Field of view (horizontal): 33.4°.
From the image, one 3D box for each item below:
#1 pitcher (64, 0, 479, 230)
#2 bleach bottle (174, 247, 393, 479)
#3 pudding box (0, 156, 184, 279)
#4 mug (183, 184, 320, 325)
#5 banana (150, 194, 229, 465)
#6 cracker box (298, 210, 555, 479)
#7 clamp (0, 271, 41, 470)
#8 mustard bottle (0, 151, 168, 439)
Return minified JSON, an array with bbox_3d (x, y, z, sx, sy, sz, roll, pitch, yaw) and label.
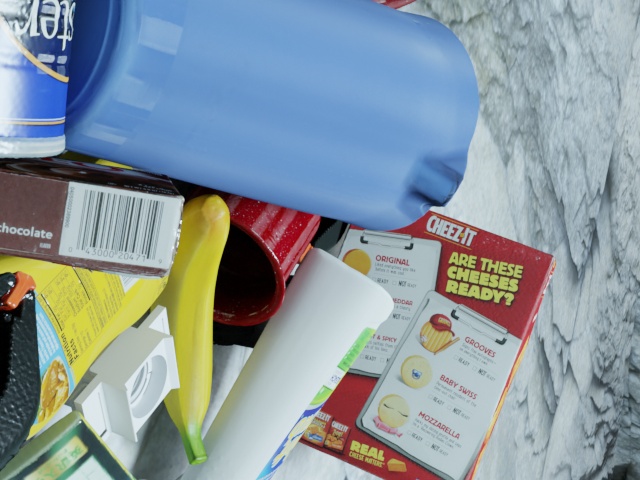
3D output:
[{"bbox_3d":[-0.043,-0.090,0.573,0.242,0.149,0.145,9,76,-45],"label":"pitcher"},{"bbox_3d":[-0.043,0.128,0.723,0.251,0.068,0.102,-58,170,-4],"label":"bleach bottle"},{"bbox_3d":[-0.120,-0.016,0.463,0.090,0.113,0.039,-140,-119,-74],"label":"pudding box"},{"bbox_3d":[-0.055,0.001,0.691,0.117,0.093,0.081,-58,180,44],"label":"mug"},{"bbox_3d":[-0.076,0.043,0.639,0.037,0.070,0.198,-18,132,-30],"label":"banana"},{"bbox_3d":[0.078,0.086,0.869,0.072,0.164,0.214,13,98,-76],"label":"cracker box"},{"bbox_3d":[-0.165,0.079,0.418,0.120,0.039,0.171,46,43,-45],"label":"clamp"},{"bbox_3d":[-0.149,0.043,0.525,0.191,0.058,0.096,-54,143,-42],"label":"mustard bottle"}]
